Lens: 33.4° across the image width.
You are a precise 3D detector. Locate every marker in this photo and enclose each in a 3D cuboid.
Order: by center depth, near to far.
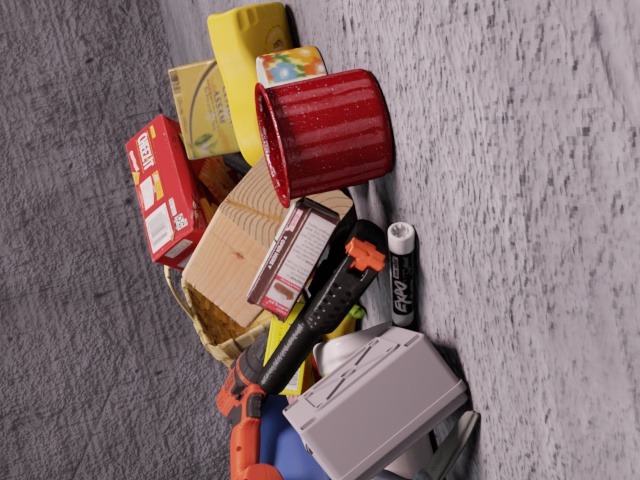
[{"bbox_3d":[0.060,0.037,0.789,0.020,0.020,0.121,-113,12,-45],"label":"marker"}]

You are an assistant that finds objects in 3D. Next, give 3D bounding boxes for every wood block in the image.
[{"bbox_3d":[-0.057,0.002,1.015,0.091,0.090,0.206,39,156,-1],"label":"wood block"}]

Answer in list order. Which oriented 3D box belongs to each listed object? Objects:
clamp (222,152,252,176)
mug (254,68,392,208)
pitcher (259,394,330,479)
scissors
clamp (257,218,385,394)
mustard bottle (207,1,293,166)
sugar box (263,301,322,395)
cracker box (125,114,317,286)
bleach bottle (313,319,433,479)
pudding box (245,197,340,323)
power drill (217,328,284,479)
[{"bbox_3d":[-0.039,-0.056,1.146,0.120,0.039,0.172,41,170,-19],"label":"clamp"},{"bbox_3d":[-0.001,-0.084,0.783,0.117,0.081,0.093,-116,15,-52],"label":"mug"},{"bbox_3d":[-0.018,0.265,1.335,0.145,0.149,0.243,64,-174,-46],"label":"pitcher"},{"bbox_3d":[0.064,0.170,0.783,0.096,0.016,0.202,41,137,38],"label":"scissors"},{"bbox_3d":[0.006,0.045,0.834,0.164,0.036,0.210,-62,4,-13],"label":"clamp"},{"bbox_3d":[-0.049,-0.128,1.022,0.096,0.058,0.191,-29,-71,-59],"label":"mustard bottle"},{"bbox_3d":[-0.020,0.117,1.130,0.176,0.048,0.093,39,-120,-77],"label":"sugar box"},{"bbox_3d":[-0.110,-0.033,1.221,0.213,0.072,0.164,22,-140,-47],"label":"cracker box"},{"bbox_3d":[0.065,0.195,0.871,0.103,0.068,0.251,143,110,-74],"label":"bleach bottle"},{"bbox_3d":[-0.020,0.012,0.846,0.090,0.039,0.113,-62,0,4],"label":"pudding box"},{"bbox_3d":[-0.076,0.216,1.255,0.185,0.057,0.187,121,154,-49],"label":"power drill"}]
